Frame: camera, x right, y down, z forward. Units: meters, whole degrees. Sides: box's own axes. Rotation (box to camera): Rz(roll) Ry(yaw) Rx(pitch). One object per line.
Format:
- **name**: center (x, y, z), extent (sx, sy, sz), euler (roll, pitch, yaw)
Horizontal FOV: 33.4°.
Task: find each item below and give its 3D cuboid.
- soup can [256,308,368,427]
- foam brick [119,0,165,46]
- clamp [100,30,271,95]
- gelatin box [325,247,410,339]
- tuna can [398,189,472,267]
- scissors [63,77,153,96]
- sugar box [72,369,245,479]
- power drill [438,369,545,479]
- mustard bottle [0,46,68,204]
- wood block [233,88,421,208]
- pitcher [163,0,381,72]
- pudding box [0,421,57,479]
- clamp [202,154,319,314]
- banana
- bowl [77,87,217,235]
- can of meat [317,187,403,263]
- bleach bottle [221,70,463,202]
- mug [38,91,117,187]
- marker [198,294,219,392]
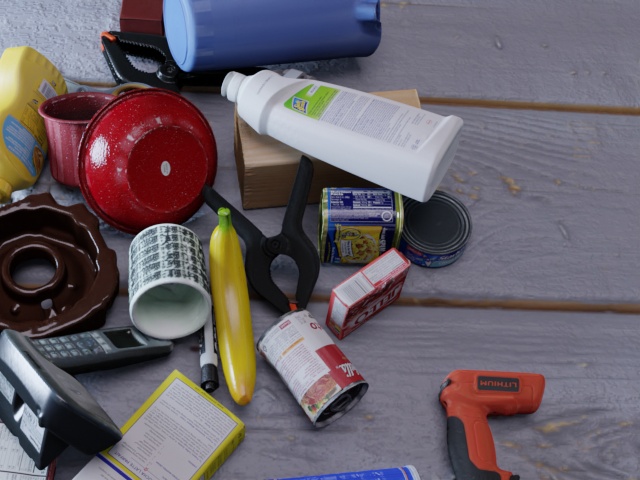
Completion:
- **soup can**: center (-0.009, 0.127, 1.070), extent (0.068, 0.068, 0.102), euler (-31, 65, -22)
- **foam brick**: center (-0.218, -0.284, 1.317), extent (0.053, 0.051, 0.078), euler (3, 58, -5)
- **clamp**: center (-0.179, -0.183, 1.266), extent (0.210, 0.036, 0.164), euler (25, 56, 7)
- **gelatin box**: center (0.050, 0.056, 1.117), extent (0.089, 0.073, 0.030), euler (-33, 68, -24)
- **tuna can**: center (0.124, -0.013, 1.191), extent (0.086, 0.034, 0.086), euler (2, 58, -4)
- **scissors**: center (-0.273, -0.152, 1.246), extent (0.202, 0.016, 0.096), euler (9, 81, 19)
- **sugar box**: center (-0.160, 0.218, 1.012), extent (0.093, 0.048, 0.176), euler (35, 64, 16)
- **power drill**: center (0.186, 0.221, 1.035), extent (0.184, 0.057, 0.187), euler (5, 58, -3)
- **mustard bottle**: center (-0.338, -0.113, 1.172), extent (0.058, 0.096, 0.191), euler (0, 58, 19)
- **wood block**: center (0.010, -0.103, 1.203), extent (0.206, 0.091, 0.090), euler (-5, 59, -9)
- **pitcher**: center (-0.060, -0.271, 1.268), extent (0.242, 0.149, 0.145), euler (-12, 69, -21)
- **pudding box**: center (-0.307, 0.217, 1.002), extent (0.113, 0.039, 0.090), euler (7, 55, -4)
- **clamp**: center (-0.057, 0.001, 1.125), extent (0.120, 0.039, 0.171), euler (-8, 86, 8)
- **banana**: center (-0.092, 0.069, 1.082), extent (0.037, 0.069, 0.198), euler (-9, 80, 4)
- **bowl**: center (-0.172, -0.079, 1.131), extent (0.162, 0.162, 0.055), euler (-30, 25, -22)
- **can of meat**: center (0.041, -0.015, 1.145), extent (0.084, 0.102, 0.057), euler (0, 59, -3)
- **bleach bottle**: center (0.016, -0.127, 1.127), extent (0.251, 0.068, 0.102), euler (23, 45, 13)
- **mug**: center (-0.264, -0.114, 1.180), extent (0.093, 0.081, 0.117), euler (-13, 31, -26)
- **marker**: center (-0.114, 0.104, 1.086), extent (0.020, 0.020, 0.121), euler (-2, 45, -7)
